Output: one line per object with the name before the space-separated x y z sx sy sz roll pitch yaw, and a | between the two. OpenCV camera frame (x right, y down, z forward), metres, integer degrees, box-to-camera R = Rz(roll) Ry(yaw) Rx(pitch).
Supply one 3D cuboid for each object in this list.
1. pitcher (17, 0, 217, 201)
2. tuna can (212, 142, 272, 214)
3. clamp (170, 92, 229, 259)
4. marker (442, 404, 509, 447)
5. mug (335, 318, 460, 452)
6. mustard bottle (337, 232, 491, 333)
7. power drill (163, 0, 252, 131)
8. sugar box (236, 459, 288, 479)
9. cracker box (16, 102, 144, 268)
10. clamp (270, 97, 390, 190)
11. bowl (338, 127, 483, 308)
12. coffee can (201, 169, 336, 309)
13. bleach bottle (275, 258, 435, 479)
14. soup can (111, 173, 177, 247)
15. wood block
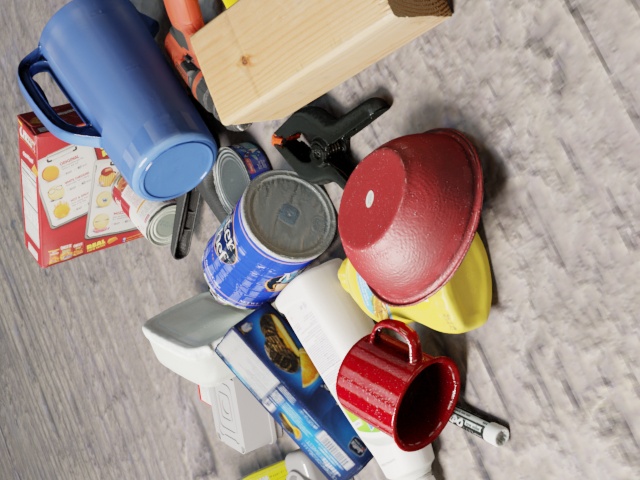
pitcher | -0.229 -0.160 1.234 0.149 0.144 0.243 -44 61 16
tuna can | -0.087 -0.068 1.215 0.086 0.033 0.086 33 131 47
clamp | -0.144 -0.075 1.297 0.165 0.036 0.210 3 103 48
marker | 0.128 0.164 1.002 0.121 0.020 0.020 19 121 53
mug | 0.068 0.125 0.977 0.082 0.093 0.117 24 129 41
mustard bottle | 0.074 0.032 0.984 0.192 0.058 0.096 -2 102 58
power drill | -0.132 -0.225 1.138 0.185 0.057 0.187 50 160 39
sugar box | -0.089 0.321 1.357 0.048 0.093 0.176 66 149 12
cracker box | -0.322 -0.084 1.455 0.072 0.163 0.214 41 137 38
clamp | 0.013 -0.097 1.039 0.172 0.039 0.120 28 122 41
bowl | 0.064 -0.027 0.906 0.162 0.055 0.162 -33 48 46
coffee can | -0.057 0.001 1.136 0.103 0.102 0.140 64 148 14
bleach bottle | 0.045 0.147 1.088 0.251 0.068 0.103 62 157 11
soup can | -0.223 -0.046 1.409 0.102 0.068 0.068 44 139 38
wood block | -0.004 -0.184 0.914 0.207 0.090 0.091 -25 84 40
